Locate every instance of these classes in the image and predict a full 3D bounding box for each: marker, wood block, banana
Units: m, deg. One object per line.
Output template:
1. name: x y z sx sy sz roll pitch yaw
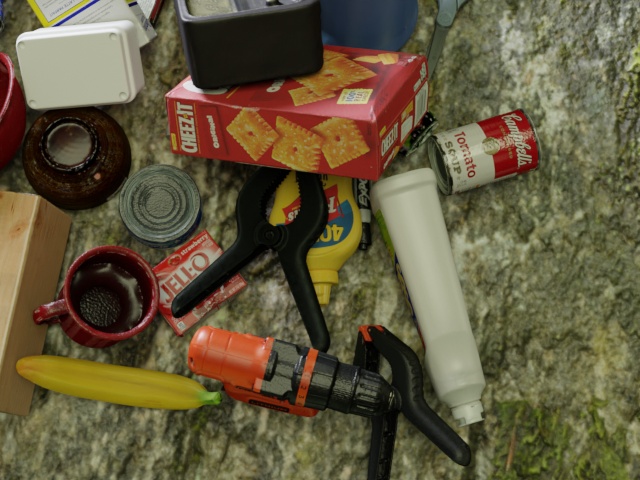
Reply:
1. marker: 0.044 -0.049 1.128 0.020 0.020 0.121 0 79 -3
2. wood block: -0.321 0.060 1.044 0.090 0.091 0.206 7 78 11
3. banana: -0.196 0.138 1.048 0.197 0.070 0.037 9 66 -10

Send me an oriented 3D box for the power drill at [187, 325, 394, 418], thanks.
1. power drill: -0.028 0.130 1.003 0.184 0.188 0.057 17 77 2

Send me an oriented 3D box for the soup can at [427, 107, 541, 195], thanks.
1. soup can: 0.171 -0.092 1.119 0.102 0.068 0.068 -17 80 -5

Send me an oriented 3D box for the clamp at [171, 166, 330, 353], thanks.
1. clamp: -0.057 0.001 1.057 0.165 0.036 0.210 7 81 11

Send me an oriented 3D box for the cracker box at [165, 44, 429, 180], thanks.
1. cracker box: -0.018 -0.135 1.040 0.214 0.072 0.164 10 34 20

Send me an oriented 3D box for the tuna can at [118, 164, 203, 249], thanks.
1. tuna can: -0.165 -0.035 1.107 0.086 0.034 0.086 1 79 -3

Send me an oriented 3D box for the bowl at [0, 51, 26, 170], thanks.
1. bowl: -0.350 -0.111 1.078 0.162 0.055 0.162 -19 52 26

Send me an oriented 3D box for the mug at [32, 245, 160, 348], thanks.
1. mug: -0.223 0.063 1.045 0.117 0.082 0.093 -16 81 -27

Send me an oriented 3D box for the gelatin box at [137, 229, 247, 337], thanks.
1. gelatin box: -0.131 0.045 1.094 0.089 0.030 0.073 -37 82 -10

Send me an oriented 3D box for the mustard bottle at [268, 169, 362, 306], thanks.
1. mustard bottle: -0.006 -0.028 1.101 0.096 0.058 0.191 -4 79 2

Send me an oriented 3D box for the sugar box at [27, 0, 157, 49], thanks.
1. sugar box: -0.255 -0.262 1.103 0.093 0.048 0.176 -27 106 14

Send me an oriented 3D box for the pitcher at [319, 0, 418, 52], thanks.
1. pitcher: 0.047 -0.298 1.065 0.145 0.243 0.149 -7 72 -3

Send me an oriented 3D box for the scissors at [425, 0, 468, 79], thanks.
1. scissors: 0.124 -0.259 1.177 0.096 0.016 0.201 34 79 6

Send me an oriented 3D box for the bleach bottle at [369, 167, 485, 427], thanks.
1. bleach bottle: 0.115 0.060 1.067 0.068 0.102 0.251 -16 80 -2

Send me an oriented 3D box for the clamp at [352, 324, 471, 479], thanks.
1. clamp: 0.083 0.161 1.054 0.120 0.039 0.171 -18 78 29
